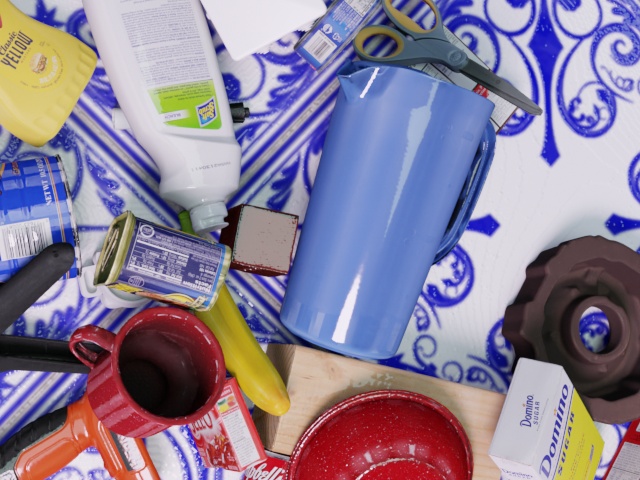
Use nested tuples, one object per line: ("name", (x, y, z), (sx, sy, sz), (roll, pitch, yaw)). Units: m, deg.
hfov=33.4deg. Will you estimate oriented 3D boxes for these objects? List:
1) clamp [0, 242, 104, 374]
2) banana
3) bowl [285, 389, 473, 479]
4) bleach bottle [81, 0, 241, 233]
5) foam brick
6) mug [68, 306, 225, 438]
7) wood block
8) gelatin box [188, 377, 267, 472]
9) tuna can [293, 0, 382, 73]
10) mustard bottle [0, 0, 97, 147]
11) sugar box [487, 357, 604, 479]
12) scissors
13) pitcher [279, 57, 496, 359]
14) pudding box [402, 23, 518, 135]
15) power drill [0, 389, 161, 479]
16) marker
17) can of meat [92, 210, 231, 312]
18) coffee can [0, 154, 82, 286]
("clamp", (-0.266, 0.073, 0.833), (0.209, 0.164, 0.036), (-11, 50, -10))
("banana", (-0.080, 0.070, 0.896), (0.037, 0.069, 0.198), (-27, 68, -11))
("bowl", (0.055, 0.204, 0.861), (0.162, 0.055, 0.162), (-3, 107, -10))
("bleach bottle", (-0.132, -0.127, 0.895), (0.102, 0.068, 0.251), (-14, 83, -19))
("foam brick", (-0.056, 0.001, 0.920), (0.053, 0.078, 0.051), (12, 83, -14))
("mug", (-0.143, 0.102, 0.831), (0.117, 0.082, 0.093), (29, 57, -18))
("wood block", (0.053, 0.156, 0.936), (0.206, 0.091, 0.090), (15, 82, -16))
("gelatin box", (-0.086, 0.154, 0.894), (0.030, 0.089, 0.073), (-22, 92, -27))
("tuna can", (0.015, -0.191, 0.950), (0.033, 0.086, 0.086), (41, 76, -9))
("mustard bottle", (-0.281, -0.164, 0.855), (0.191, 0.058, 0.096), (34, 62, -22))
("sugar box", (0.205, 0.184, 0.946), (0.176, 0.048, 0.093), (52, 54, -52))
("scissors", (0.102, -0.155, 0.956), (0.096, 0.016, 0.202), (-33, 59, 0))
("pitcher", (0.058, -0.025, 0.920), (0.149, 0.145, 0.243), (18, 95, 4))
("pudding box", (0.121, -0.133, 1.003), (0.113, 0.039, 0.090), (42, 79, -7))
("power drill", (-0.226, 0.211, 0.864), (0.187, 0.057, 0.184), (-24, 93, -17))
("marker", (-0.121, -0.110, 0.938), (0.121, 0.020, 0.020), (-5, 88, -17))
("can of meat", (-0.123, 0.019, 0.825), (0.083, 0.102, 0.057), (18, 80, -17))
("coffee can", (-0.268, -0.008, 0.843), (0.140, 0.103, 0.103), (-11, 89, -17))
